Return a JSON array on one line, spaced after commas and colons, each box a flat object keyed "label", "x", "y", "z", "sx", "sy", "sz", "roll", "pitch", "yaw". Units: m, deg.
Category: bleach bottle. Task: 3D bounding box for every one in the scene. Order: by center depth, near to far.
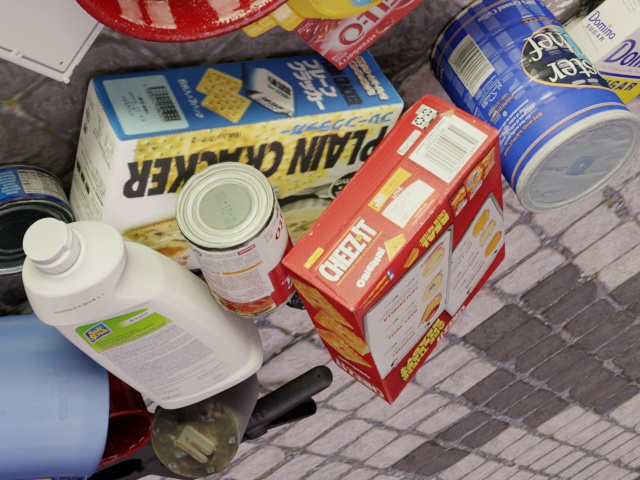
[{"label": "bleach bottle", "x": -0.125, "y": 0.046, "z": 0.745, "sx": 0.102, "sy": 0.068, "sz": 0.250, "roll": -26, "pitch": 152, "yaw": 3}]

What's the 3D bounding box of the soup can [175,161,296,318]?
[{"label": "soup can", "x": -0.055, "y": 0.001, "z": 0.725, "sx": 0.068, "sy": 0.068, "sz": 0.102, "roll": -26, "pitch": 150, "yaw": -5}]

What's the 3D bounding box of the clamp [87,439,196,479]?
[{"label": "clamp", "x": -0.176, "y": 0.218, "z": 1.123, "sx": 0.209, "sy": 0.036, "sz": 0.165, "roll": -1, "pitch": 139, "yaw": -45}]

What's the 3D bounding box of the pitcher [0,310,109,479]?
[{"label": "pitcher", "x": -0.286, "y": 0.131, "z": 0.786, "sx": 0.242, "sy": 0.149, "sz": 0.145, "roll": -1, "pitch": 126, "yaw": -30}]

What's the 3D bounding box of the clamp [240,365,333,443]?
[{"label": "clamp", "x": -0.066, "y": 0.187, "z": 1.115, "sx": 0.171, "sy": 0.039, "sz": 0.120, "roll": -23, "pitch": 154, "yaw": -10}]

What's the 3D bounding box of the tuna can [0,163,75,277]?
[{"label": "tuna can", "x": -0.215, "y": -0.012, "z": 0.741, "sx": 0.086, "sy": 0.034, "sz": 0.086, "roll": -21, "pitch": 149, "yaw": -13}]

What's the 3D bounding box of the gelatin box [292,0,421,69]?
[{"label": "gelatin box", "x": 0.024, "y": -0.164, "z": 0.712, "sx": 0.089, "sy": 0.030, "sz": 0.073, "roll": -38, "pitch": 149, "yaw": 16}]

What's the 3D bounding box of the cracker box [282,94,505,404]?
[{"label": "cracker box", "x": 0.064, "y": 0.014, "z": 0.805, "sx": 0.164, "sy": 0.072, "sz": 0.213, "roll": -50, "pitch": 157, "yaw": -13}]

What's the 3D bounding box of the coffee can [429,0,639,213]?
[{"label": "coffee can", "x": 0.160, "y": -0.106, "z": 0.803, "sx": 0.102, "sy": 0.140, "sz": 0.103, "roll": -21, "pitch": 149, "yaw": -13}]

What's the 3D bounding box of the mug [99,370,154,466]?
[{"label": "mug", "x": -0.206, "y": 0.151, "z": 0.951, "sx": 0.093, "sy": 0.081, "sz": 0.117, "roll": 1, "pitch": 139, "yaw": -40}]
